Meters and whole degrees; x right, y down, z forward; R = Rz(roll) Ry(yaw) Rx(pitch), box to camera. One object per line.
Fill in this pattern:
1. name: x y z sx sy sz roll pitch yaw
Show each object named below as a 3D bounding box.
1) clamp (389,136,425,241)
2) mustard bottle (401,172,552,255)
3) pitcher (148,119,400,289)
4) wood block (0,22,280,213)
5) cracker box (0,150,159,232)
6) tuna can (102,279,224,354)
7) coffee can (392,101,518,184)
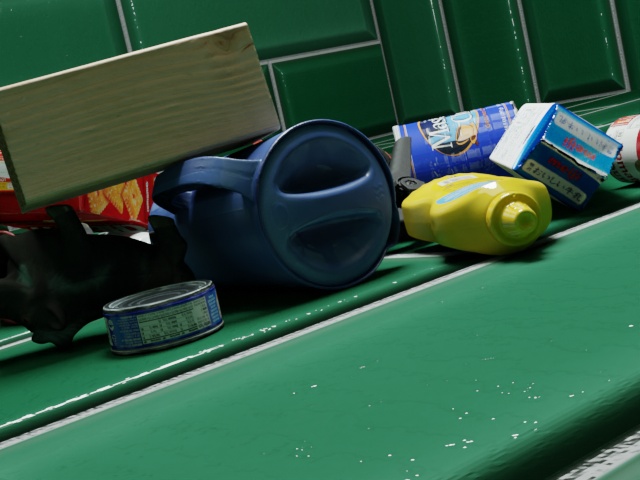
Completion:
1. clamp: 0.095 -0.038 1.017 0.165 0.036 0.209 22 34 28
2. mustard bottle: 0.134 -0.022 0.866 0.096 0.058 0.192 -12 6 -8
3. pitcher: -0.063 -0.023 0.919 0.144 0.149 0.243 -37 15 -30
4. wood block: -0.151 -0.097 0.854 0.205 0.091 0.090 -19 3 -18
5. cracker box: -0.281 -0.048 1.134 0.164 0.072 0.213 -1 -4 13
6. tuna can: -0.116 0.055 0.789 0.086 0.034 0.086 -12 7 1
7. coffee can: 0.161 -0.095 1.227 0.140 0.103 0.103 -12 7 5
